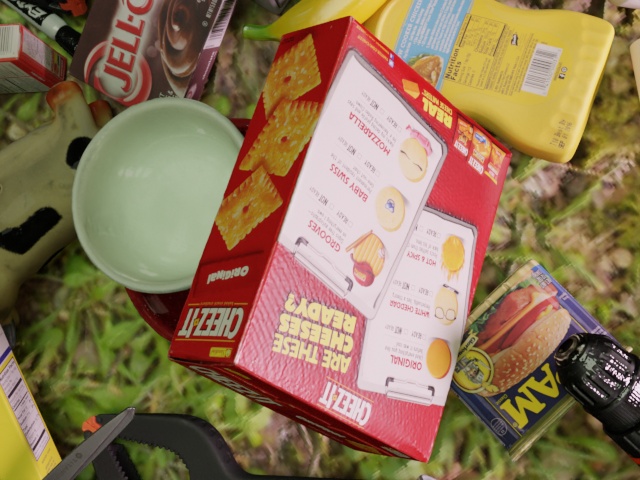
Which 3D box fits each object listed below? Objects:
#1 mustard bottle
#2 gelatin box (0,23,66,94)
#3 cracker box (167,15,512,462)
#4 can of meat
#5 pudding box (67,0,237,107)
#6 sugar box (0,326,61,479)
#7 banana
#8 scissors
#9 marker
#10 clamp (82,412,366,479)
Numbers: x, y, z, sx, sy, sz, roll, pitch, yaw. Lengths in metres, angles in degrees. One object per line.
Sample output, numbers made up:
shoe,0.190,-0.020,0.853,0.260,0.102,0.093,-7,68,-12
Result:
mustard bottle,0.091,-0.124,0.718,0.192,0.058,0.096,19,86,14
gelatin box,-0.243,-0.132,0.784,0.089,0.073,0.030,-1,80,13
cracker box,0.019,0.003,0.638,0.072,0.164,0.213,-3,62,47
can of meat,0.131,0.075,0.679,0.102,0.057,0.084,-44,73,3
pudding box,-0.118,-0.148,0.756,0.090,0.039,0.114,29,109,9
sugar box,-0.235,0.130,0.713,0.093,0.048,0.176,-17,111,9
banana,0.032,-0.195,0.697,0.070,0.037,0.198,39,90,11
scissors,-0.177,0.184,0.696,0.202,0.016,0.096,-28,112,14
marker,-0.219,-0.175,0.813,0.121,0.020,0.020,38,90,15
clamp,-0.080,0.191,0.714,0.210,0.036,0.164,27,87,17
